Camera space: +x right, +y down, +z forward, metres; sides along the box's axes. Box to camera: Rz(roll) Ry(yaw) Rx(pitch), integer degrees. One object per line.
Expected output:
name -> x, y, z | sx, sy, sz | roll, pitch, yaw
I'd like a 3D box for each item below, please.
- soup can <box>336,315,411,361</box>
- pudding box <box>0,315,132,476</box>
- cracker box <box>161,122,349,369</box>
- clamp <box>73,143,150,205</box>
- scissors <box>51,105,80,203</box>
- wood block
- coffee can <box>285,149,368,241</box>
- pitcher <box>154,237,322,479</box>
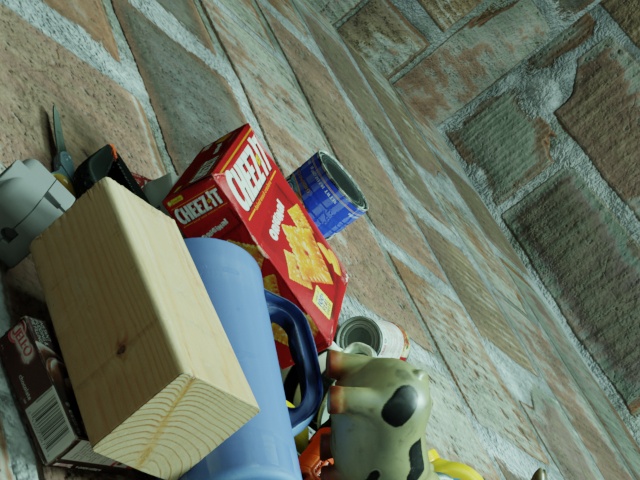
soup can -> 0.071, 0.138, 1.423 | 0.068, 0.069, 0.102 | 58, 17, 22
pudding box -> -0.181, 0.116, 0.790 | 0.089, 0.039, 0.113 | 28, 28, -57
cracker box -> -0.057, 0.001, 1.111 | 0.213, 0.072, 0.164 | 57, 20, -16
clamp -> -0.197, -0.023, 1.011 | 0.164, 0.036, 0.210 | 35, 23, -49
scissors -> -0.243, -0.061, 1.065 | 0.096, 0.016, 0.202 | 46, 17, -27
wood block -> -0.137, 0.062, 0.799 | 0.090, 0.091, 0.206 | 37, 18, -47
coffee can -> -0.022, -0.038, 1.415 | 0.102, 0.140, 0.103 | 47, 16, -18
pitcher -> -0.081, 0.124, 0.884 | 0.145, 0.149, 0.243 | 58, 10, -47
